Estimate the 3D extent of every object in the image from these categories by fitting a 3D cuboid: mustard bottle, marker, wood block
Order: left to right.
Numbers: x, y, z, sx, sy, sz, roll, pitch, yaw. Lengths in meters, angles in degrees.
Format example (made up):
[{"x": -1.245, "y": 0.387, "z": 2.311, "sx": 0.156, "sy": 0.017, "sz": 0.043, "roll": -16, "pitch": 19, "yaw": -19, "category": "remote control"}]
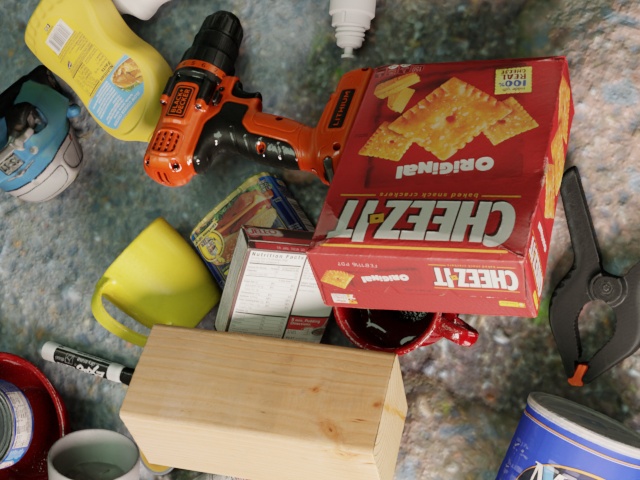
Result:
[{"x": -0.216, "y": 0.121, "z": 1.029, "sx": 0.121, "sy": 0.020, "sz": 0.020, "roll": 13, "pitch": 92, "yaw": 23, "category": "marker"}, {"x": -0.189, "y": -0.152, "z": 1.000, "sx": 0.191, "sy": 0.058, "sz": 0.096, "roll": 48, "pitch": 126, "yaw": 3, "category": "mustard bottle"}, {"x": -0.043, "y": 0.137, "z": 0.861, "sx": 0.206, "sy": 0.091, "sz": 0.090, "roll": 5, "pitch": 53, "yaw": 16, "category": "wood block"}]

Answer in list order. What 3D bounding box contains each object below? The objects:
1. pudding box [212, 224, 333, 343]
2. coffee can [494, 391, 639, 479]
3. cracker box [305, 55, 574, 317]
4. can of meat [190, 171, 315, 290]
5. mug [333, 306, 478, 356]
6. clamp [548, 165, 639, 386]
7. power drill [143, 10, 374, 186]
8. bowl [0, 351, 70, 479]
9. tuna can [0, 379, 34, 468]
[{"x": -0.034, "y": 0.044, "z": 0.897, "sx": 0.039, "sy": 0.090, "sz": 0.114, "roll": -110, "pitch": 32, "yaw": -53, "category": "pudding box"}, {"x": 0.180, "y": 0.199, "z": 0.808, "sx": 0.103, "sy": 0.102, "sz": 0.140, "roll": 24, "pitch": 96, "yaw": 23, "category": "coffee can"}, {"x": 0.098, "y": -0.048, "z": 0.819, "sx": 0.164, "sy": 0.072, "sz": 0.213, "roll": 1, "pitch": 49, "yaw": 23, "category": "cracker box"}, {"x": -0.056, "y": 0.001, "z": 0.949, "sx": 0.102, "sy": 0.057, "sz": 0.084, "roll": -40, "pitch": 70, "yaw": 15, "category": "can of meat"}, {"x": 0.077, "y": 0.053, "z": 0.873, "sx": 0.117, "sy": 0.081, "sz": 0.093, "roll": 27, "pitch": 97, "yaw": 23, "category": "mug"}, {"x": 0.236, "y": 0.033, "z": 0.831, "sx": 0.120, "sy": 0.039, "sz": 0.171, "roll": 10, "pitch": 96, "yaw": 28, "category": "clamp"}, {"x": -0.047, "y": -0.121, "z": 0.935, "sx": 0.188, "sy": 0.057, "sz": 0.184, "roll": 8, "pitch": 64, "yaw": 19, "category": "power drill"}, {"x": -0.300, "y": 0.189, "z": 1.041, "sx": 0.162, "sy": 0.055, "sz": 0.162, "roll": -2, "pitch": 86, "yaw": 23, "category": "bowl"}, {"x": -0.311, "y": 0.172, "z": 0.997, "sx": 0.086, "sy": 0.033, "sz": 0.086, "roll": -2, "pitch": 85, "yaw": 23, "category": "tuna can"}]
